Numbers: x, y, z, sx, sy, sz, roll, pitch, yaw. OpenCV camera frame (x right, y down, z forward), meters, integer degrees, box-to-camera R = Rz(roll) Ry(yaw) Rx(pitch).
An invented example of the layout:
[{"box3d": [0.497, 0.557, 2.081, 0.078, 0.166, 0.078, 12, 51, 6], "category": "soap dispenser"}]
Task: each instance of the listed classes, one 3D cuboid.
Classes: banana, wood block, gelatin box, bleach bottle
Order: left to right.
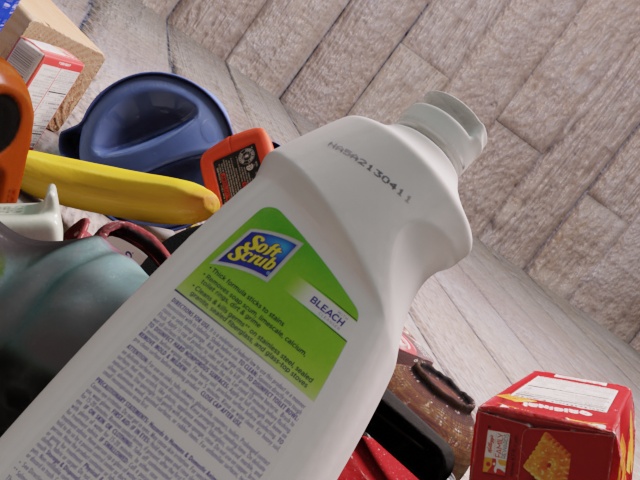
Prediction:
[{"box3d": [-0.307, -0.204, 1.033, 0.090, 0.090, 0.206, 23, 17, -50], "category": "wood block"}, {"box3d": [-0.238, -0.117, 0.861, 0.030, 0.089, 0.073, 37, 10, 8], "category": "gelatin box"}, {"box3d": [-0.157, -0.036, 0.774, 0.198, 0.037, 0.069, 11, 2, 15], "category": "banana"}, {"box3d": [-0.023, 0.050, 0.352, 0.102, 0.250, 0.068, 39, -18, 9], "category": "bleach bottle"}]

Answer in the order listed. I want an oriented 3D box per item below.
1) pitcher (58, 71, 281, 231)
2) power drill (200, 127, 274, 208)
[{"box3d": [-0.129, -0.089, 0.988, 0.149, 0.145, 0.243, 48, 5, -9], "category": "pitcher"}, {"box3d": [-0.019, 0.013, 0.817, 0.187, 0.057, 0.184, 51, 18, -58], "category": "power drill"}]
